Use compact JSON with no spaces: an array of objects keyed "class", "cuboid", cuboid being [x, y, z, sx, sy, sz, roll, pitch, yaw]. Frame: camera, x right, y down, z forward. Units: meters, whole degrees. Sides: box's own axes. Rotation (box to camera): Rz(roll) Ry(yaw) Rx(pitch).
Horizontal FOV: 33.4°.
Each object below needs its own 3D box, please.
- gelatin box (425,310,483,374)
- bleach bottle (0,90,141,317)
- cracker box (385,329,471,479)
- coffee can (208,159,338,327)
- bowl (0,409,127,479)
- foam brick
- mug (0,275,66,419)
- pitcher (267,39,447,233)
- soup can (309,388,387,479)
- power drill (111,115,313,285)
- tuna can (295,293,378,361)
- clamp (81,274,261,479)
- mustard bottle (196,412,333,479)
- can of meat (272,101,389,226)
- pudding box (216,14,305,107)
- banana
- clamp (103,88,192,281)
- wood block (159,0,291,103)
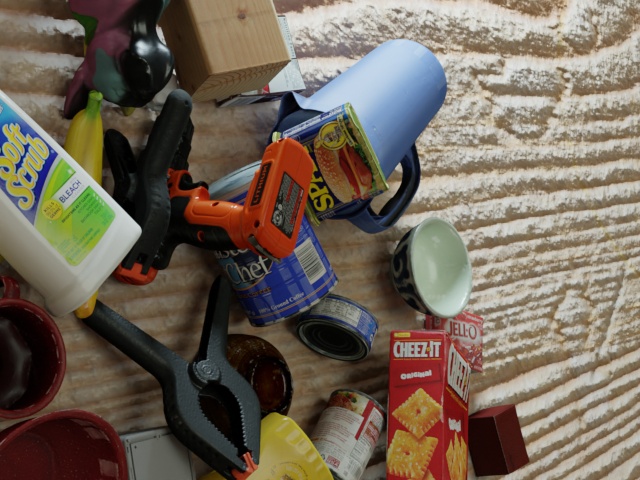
[{"class":"gelatin box","cuboid":[0.168,0.124,1.339,0.089,0.030,0.073,22,64,-42]},{"class":"bleach bottle","cuboid":[-0.260,-0.061,0.837,0.250,0.068,0.102,47,49,-16]},{"class":"cracker box","cuboid":[0.124,0.222,1.187,0.164,0.072,0.213,49,42,-65]},{"class":"coffee can","cuboid":[-0.057,0.001,1.074,0.102,0.103,0.140,-41,110,-45]},{"class":"bowl","cuboid":[-0.231,0.203,0.843,0.161,0.055,0.162,-22,120,-45]},{"class":"foam brick","cuboid":[0.220,0.252,1.344,0.052,0.051,0.078,-13,89,-47]},{"class":"mug","cuboid":[-0.262,0.085,0.845,0.093,0.082,0.117,15,69,-44]},{"class":"pitcher","cuboid":[0.058,-0.128,1.220,0.242,0.145,0.149,-47,152,-46]},{"class":"soup can","cuboid":[0.021,0.217,1.126,0.068,0.069,0.102,52,48,-25]},{"class":"power drill","cuboid":[-0.100,-0.047,0.980,0.057,0.188,0.184,38,57,-48]},{"class":"tuna can","cuboid":[0.017,0.094,1.142,0.086,0.086,0.033,43,53,-31]},{"class":"clamp","cuboid":[-0.121,0.123,0.965,0.164,0.036,0.210,-2,56,-38]},{"class":"mustard bottle","cuboid":[-0.081,0.254,0.987,0.191,0.058,0.096,-39,111,-22]},{"class":"can of meat","cuboid":[0.012,-0.078,1.070,0.057,0.084,0.102,-88,152,-71]},{"class":"pudding box","cuboid":[-0.073,-0.196,1.159,0.113,0.039,0.090,-16,89,-50]},{"class":"banana","cuboid":[-0.213,-0.030,0.945,0.037,0.070,0.198,1,85,-10]},{"class":"clamp","cuboid":[-0.168,-0.046,0.960,0.039,0.120,0.171,22,69,-32]},{"class":"wood block","cuboid":[-0.113,-0.253,1.059,0.090,0.090,0.206,-15,85,-26]}]
